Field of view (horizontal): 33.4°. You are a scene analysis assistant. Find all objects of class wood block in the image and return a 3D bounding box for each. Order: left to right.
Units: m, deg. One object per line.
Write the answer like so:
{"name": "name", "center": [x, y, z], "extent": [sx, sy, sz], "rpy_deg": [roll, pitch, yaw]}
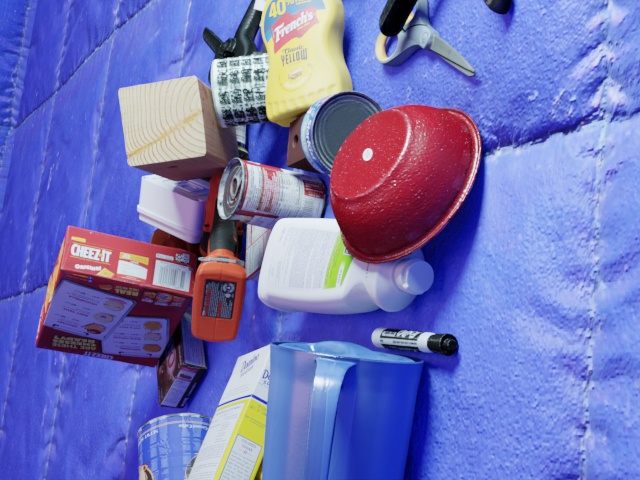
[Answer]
{"name": "wood block", "center": [-0.160, -0.126, 1.258], "extent": [0.206, 0.091, 0.090], "rpy_deg": [14, -111, -84]}

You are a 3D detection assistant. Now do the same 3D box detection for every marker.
{"name": "marker", "center": [0.082, 0.088, 0.932], "extent": [0.121, 0.020, 0.020], "rpy_deg": [-4, 76, 64]}

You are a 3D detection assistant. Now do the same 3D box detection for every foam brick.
{"name": "foam brick", "center": [0.005, -0.105, 1.130], "extent": [0.078, 0.051, 0.053], "rpy_deg": [-20, 63, 60]}

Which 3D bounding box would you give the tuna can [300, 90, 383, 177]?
{"name": "tuna can", "center": [0.024, -0.103, 1.052], "extent": [0.034, 0.086, 0.086], "rpy_deg": [4, 83, 66]}

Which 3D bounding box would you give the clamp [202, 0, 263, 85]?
{"name": "clamp", "center": [-0.106, -0.255, 1.397], "extent": [0.120, 0.039, 0.171], "rpy_deg": [-40, 42, 30]}

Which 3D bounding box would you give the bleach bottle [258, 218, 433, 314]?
{"name": "bleach bottle", "center": [0.025, 0.032, 1.022], "extent": [0.251, 0.068, 0.102], "rpy_deg": [8, 85, 62]}

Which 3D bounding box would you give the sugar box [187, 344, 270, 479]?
{"name": "sugar box", "center": [-0.085, 0.202, 1.137], "extent": [0.093, 0.048, 0.176], "rpy_deg": [-28, 32, 58]}

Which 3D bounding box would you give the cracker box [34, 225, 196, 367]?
{"name": "cracker box", "center": [-0.263, 0.076, 1.357], "extent": [0.214, 0.164, 0.072], "rpy_deg": [125, 153, -52]}

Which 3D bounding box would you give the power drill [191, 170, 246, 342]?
{"name": "power drill", "center": [-0.120, 0.035, 1.261], "extent": [0.187, 0.057, 0.184], "rpy_deg": [-97, 13, -57]}

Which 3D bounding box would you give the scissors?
{"name": "scissors", "center": [0.094, -0.179, 1.022], "extent": [0.096, 0.016, 0.202], "rpy_deg": [-61, 31, 35]}

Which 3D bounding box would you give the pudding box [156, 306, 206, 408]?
{"name": "pudding box", "center": [-0.189, 0.155, 1.432], "extent": [0.090, 0.039, 0.113], "rpy_deg": [-59, 31, 35]}

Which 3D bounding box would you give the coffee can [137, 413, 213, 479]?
{"name": "coffee can", "center": [-0.161, 0.288, 1.249], "extent": [0.103, 0.102, 0.140], "rpy_deg": [-52, 36, 43]}

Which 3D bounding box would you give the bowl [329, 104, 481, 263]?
{"name": "bowl", "center": [0.060, -0.062, 0.934], "extent": [0.162, 0.055, 0.162], "rpy_deg": [-33, 39, 30]}

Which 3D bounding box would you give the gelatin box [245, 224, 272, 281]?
{"name": "gelatin box", "center": [-0.058, 0.002, 1.239], "extent": [0.089, 0.030, 0.073], "rpy_deg": [141, 134, -57]}

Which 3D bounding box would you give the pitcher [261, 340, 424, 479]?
{"name": "pitcher", "center": [0.007, 0.208, 0.903], "extent": [0.145, 0.149, 0.243], "rpy_deg": [3, 86, 53]}

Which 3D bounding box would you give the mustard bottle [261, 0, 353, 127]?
{"name": "mustard bottle", "center": [-0.018, -0.227, 1.170], "extent": [0.096, 0.058, 0.191], "rpy_deg": [-11, 77, 30]}

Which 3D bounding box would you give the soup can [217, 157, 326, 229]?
{"name": "soup can", "center": [-0.052, -0.047, 1.165], "extent": [0.069, 0.102, 0.068], "rpy_deg": [-36, 48, 55]}
